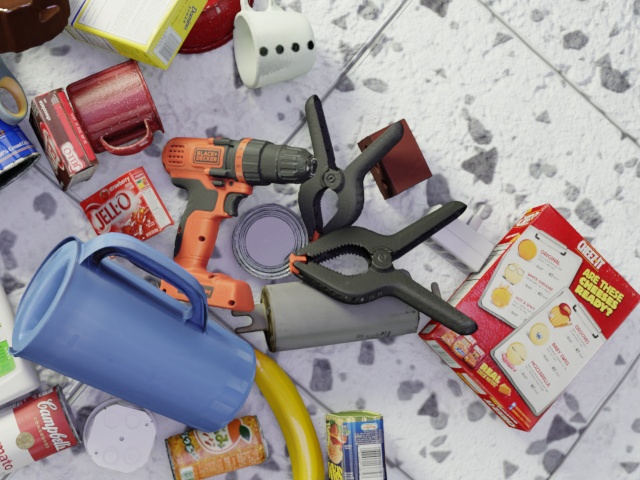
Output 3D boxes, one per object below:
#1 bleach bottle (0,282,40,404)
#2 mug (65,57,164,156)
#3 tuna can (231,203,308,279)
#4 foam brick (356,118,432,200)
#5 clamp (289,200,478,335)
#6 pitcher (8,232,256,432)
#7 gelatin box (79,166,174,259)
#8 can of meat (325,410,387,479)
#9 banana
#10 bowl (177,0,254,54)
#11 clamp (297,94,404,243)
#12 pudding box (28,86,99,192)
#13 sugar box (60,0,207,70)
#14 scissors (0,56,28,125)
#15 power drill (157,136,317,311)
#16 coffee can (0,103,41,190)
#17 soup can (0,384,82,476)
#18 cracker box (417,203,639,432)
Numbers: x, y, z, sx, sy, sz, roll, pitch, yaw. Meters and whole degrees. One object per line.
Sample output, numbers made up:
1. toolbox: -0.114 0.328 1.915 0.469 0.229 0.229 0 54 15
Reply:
1. bleach bottle: -0.389 0.059 1.127 0.102 0.068 0.251 -24 89 -15
2. mug: -0.220 -0.136 1.155 0.081 0.093 0.117 -23 59 -8
3. tuna can: -0.058 0.001 1.209 0.086 0.034 0.086 0 88 -7
4. foam brick: 0.086 -0.095 1.239 0.051 0.053 0.078 -27 91 -12
5. clamp: 0.072 0.019 1.179 0.210 0.036 0.164 7 59 1
6. pitcher: -0.183 0.099 1.104 0.242 0.149 0.145 31 71 -26
7. gelatin box: -0.212 -0.029 1.159 0.030 0.089 0.073 -34 97 -55
8. can of meat: 0.039 0.234 1.184 0.057 0.102 0.084 -2 85 -12
9. banana: -0.033 0.212 1.191 0.037 0.069 0.198 -20 83 23
10. bowl: -0.150 -0.295 1.203 0.162 0.055 0.162 1 87 -12
11. clamp: 0.012 -0.080 1.213 0.120 0.039 0.171 31 104 24
12. pudding box: -0.274 -0.105 1.134 0.039 0.114 0.090 -25 92 -16
13. sugar box: -0.216 -0.250 1.143 0.176 0.048 0.093 23 77 32
14. scissors: -0.338 -0.196 1.132 0.016 0.201 0.096 -31 124 27
15. power drill: -0.098 -0.020 1.159 0.185 0.057 0.187 6 85 27
16. coffee can: -0.377 -0.118 1.119 0.102 0.103 0.140 -36 94 -12
17. soup can: -0.313 0.203 1.129 0.102 0.068 0.068 -22 91 -12
18. cracker box: 0.244 0.090 1.251 0.164 0.072 0.213 44 78 -6
